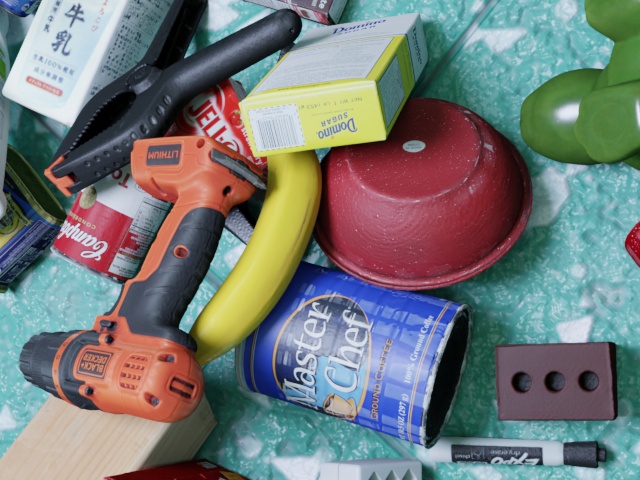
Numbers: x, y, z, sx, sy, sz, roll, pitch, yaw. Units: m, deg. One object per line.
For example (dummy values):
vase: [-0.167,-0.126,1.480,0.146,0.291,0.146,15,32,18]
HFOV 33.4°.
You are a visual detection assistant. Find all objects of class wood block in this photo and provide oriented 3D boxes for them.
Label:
wood block: [-0.175,0.179,0.768,0.091,0.090,0.206,28,67,19]

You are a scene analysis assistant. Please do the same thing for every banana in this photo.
banana: [-0.039,-0.003,0.725,0.070,0.037,0.197,-3,60,34]

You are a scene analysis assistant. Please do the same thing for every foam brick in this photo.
foam brick: [0.162,0.096,0.728,0.078,0.051,0.053,-4,82,17]

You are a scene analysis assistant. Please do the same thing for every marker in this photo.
marker: [0.137,0.148,0.747,0.121,0.020,0.020,-1,83,18]

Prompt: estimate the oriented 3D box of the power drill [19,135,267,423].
power drill: [-0.121,0.025,0.715,0.185,0.057,0.187,3,70,46]

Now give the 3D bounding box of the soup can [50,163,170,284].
soup can: [-0.159,-0.024,0.841,0.069,0.068,0.102,27,91,19]

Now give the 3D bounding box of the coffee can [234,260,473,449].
coffee can: [0.024,0.076,0.749,0.140,0.102,0.103,15,88,19]

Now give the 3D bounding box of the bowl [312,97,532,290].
bowl: [0.066,-0.047,0.741,0.162,0.055,0.162,-5,54,7]

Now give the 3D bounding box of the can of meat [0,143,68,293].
can of meat: [-0.268,-0.022,0.883,0.084,0.057,0.102,-43,73,6]

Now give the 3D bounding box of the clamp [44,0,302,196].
clamp: [-0.126,-0.119,0.806,0.210,0.036,0.165,-42,36,-4]

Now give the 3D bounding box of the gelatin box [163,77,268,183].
gelatin box: [-0.079,-0.071,0.802,0.073,0.030,0.089,-32,67,14]

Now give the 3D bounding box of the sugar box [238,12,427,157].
sugar box: [0.016,-0.112,0.743,0.093,0.176,0.048,-5,112,18]
